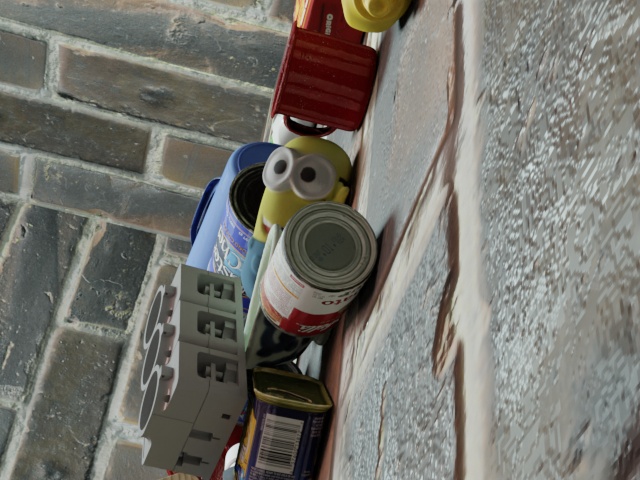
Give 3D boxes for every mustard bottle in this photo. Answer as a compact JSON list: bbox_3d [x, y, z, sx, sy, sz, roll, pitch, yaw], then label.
[{"bbox_3d":[0.047,-0.226,0.886,0.191,0.058,0.096,-87,13,-58],"label":"mustard bottle"}]

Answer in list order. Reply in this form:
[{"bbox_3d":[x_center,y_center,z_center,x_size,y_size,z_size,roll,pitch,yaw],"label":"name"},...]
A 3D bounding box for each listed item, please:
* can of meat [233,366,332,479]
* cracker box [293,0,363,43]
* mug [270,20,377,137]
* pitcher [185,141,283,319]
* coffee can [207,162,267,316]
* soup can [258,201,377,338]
[{"bbox_3d":[-0.031,0.147,0.789,0.102,0.057,0.084,-141,64,-83],"label":"can of meat"},{"bbox_3d":[0.016,-0.285,1.216,0.213,0.072,0.164,-92,16,-65],"label":"cracker box"},{"bbox_3d":[0.001,-0.141,0.999,0.093,0.081,0.117,-83,9,-46],"label":"mug"},{"bbox_3d":[-0.093,-0.007,1.303,0.145,0.149,0.243,-66,0,-48],"label":"pitcher"},{"bbox_3d":[-0.057,0.001,1.114,0.140,0.102,0.102,112,170,-50],"label":"coffee can"},{"bbox_3d":[-0.003,0.022,0.759,0.102,0.068,0.068,118,164,-64],"label":"soup can"}]
